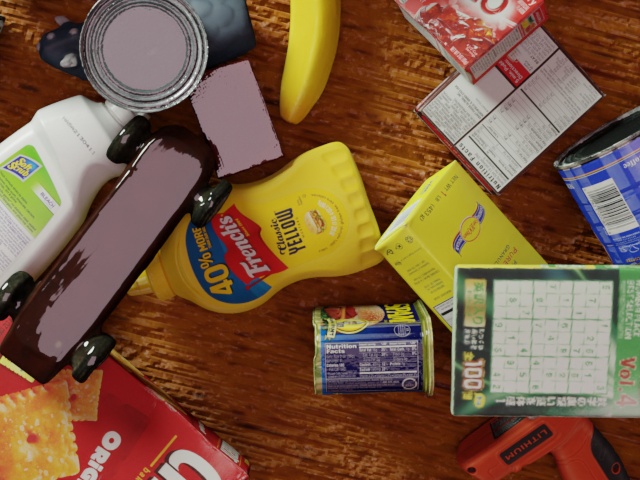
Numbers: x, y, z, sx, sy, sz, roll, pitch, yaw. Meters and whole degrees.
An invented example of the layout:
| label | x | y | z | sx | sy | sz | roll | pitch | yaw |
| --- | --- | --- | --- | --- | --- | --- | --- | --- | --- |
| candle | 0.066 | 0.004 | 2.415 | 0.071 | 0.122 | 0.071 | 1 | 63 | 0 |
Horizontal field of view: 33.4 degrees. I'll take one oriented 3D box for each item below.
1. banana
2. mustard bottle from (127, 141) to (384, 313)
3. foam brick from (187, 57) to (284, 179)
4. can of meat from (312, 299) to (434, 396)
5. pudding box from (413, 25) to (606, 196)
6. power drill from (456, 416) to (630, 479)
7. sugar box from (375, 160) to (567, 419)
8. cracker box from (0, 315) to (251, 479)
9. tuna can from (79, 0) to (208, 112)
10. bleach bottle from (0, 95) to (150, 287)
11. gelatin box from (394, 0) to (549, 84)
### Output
| label | x | y | z | sx | sy | sz | roll | pitch | yaw |
| --- | --- | --- | --- | --- | --- | --- | --- | --- | --- |
| banana | -0.019 | -0.188 | 0.787 | 0.070 | 0.037 | 0.198 | -13 | 96 | 18 |
| mustard bottle | -0.055 | 0.001 | 0.795 | 0.191 | 0.058 | 0.096 | -20 | 100 | 1 |
| foam brick | -0.063 | -0.090 | 0.787 | 0.051 | 0.053 | 0.078 | -20 | 98 | 1 |
| can of meat | 0.037 | 0.079 | 0.785 | 0.084 | 0.102 | 0.057 | -2 | 97 | 1 |
| pudding box | 0.141 | -0.102 | 0.798 | 0.113 | 0.039 | 0.090 | -42 | 96 | 5 |
| power drill | 0.191 | 0.216 | 0.829 | 0.184 | 0.057 | 0.187 | -39 | 98 | 7 |
| sugar box | 0.128 | 0.036 | 0.787 | 0.176 | 0.093 | 0.048 | 45 | 138 | -5 |
| cracker box | -0.183 | 0.164 | 0.786 | 0.213 | 0.072 | 0.164 | 40 | 86 | 0 |
| tuna can | -0.120 | -0.130 | 0.729 | 0.086 | 0.034 | 0.086 | -1 | 96 | -6 |
| bleach bottle | -0.223 | -0.014 | 0.787 | 0.251 | 0.068 | 0.102 | -41 | 97 | 1 |
| gelatin box | 0.108 | -0.169 | 0.773 | 0.073 | 0.030 | 0.089 | -41 | 62 | 5 |
